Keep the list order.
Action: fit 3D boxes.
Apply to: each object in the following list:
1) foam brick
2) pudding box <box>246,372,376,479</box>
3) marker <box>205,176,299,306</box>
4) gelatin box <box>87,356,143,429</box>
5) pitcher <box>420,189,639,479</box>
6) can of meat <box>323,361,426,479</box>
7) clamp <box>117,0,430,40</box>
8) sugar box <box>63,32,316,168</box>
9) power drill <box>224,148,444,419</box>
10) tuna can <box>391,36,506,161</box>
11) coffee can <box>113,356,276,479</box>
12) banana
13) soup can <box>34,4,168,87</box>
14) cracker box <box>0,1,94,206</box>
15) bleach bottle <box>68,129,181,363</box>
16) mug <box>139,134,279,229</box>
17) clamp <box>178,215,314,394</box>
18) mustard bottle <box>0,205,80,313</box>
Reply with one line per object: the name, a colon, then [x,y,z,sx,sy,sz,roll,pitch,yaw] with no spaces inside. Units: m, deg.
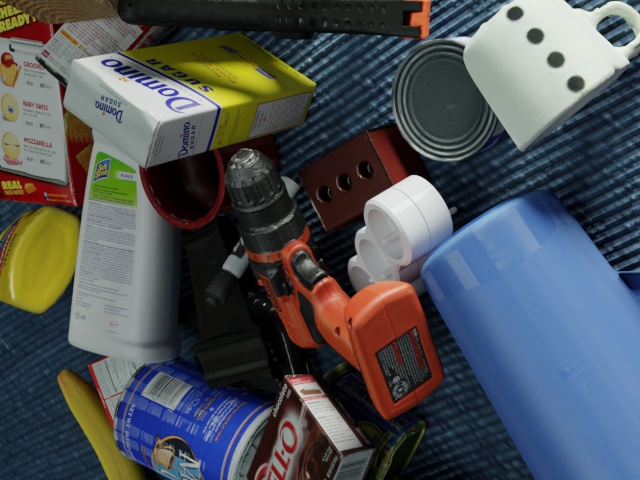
foam brick: [0.032,-0.048,0.807,0.078,0.051,0.053,-30,84,39]
pudding box: [-0.010,0.172,0.820,0.090,0.039,0.114,49,128,41]
marker: [-0.056,0.001,0.857,0.020,0.121,0.020,29,162,10]
gelatin box: [-0.179,0.140,1.038,0.089,0.030,0.073,-25,86,39]
pitcher: [0.180,0.085,0.696,0.243,0.149,0.145,58,144,13]
can of meat: [0.028,0.164,0.870,0.084,0.057,0.102,35,121,22]
clamp: [-0.022,-0.166,0.785,0.210,0.164,0.036,4,101,12]
sugar box: [-0.094,-0.111,0.804,0.093,0.175,0.048,36,122,24]
power drill: [0.005,0.032,0.779,0.188,0.057,0.184,38,157,53]
tuna can: [0.095,-0.101,0.755,0.086,0.033,0.086,12,110,34]
coffee can: [-0.096,0.170,0.936,0.140,0.102,0.103,18,113,33]
banana: [-0.204,0.217,1.060,0.037,0.069,0.198,-28,74,-1]
soup can: [-0.181,-0.169,0.895,0.068,0.068,0.102,41,90,21]
cracker box: [-0.271,-0.144,0.999,0.164,0.071,0.214,5,105,36]
bleach bottle: [-0.161,-0.025,0.938,0.103,0.068,0.251,10,96,28]
mug: [-0.096,-0.071,0.879,0.117,0.081,0.093,42,125,20]
clamp: [-0.071,0.076,0.932,0.171,0.039,0.120,55,135,19]
mustard bottle: [-0.281,0.017,1.031,0.192,0.058,0.096,0,72,66]
